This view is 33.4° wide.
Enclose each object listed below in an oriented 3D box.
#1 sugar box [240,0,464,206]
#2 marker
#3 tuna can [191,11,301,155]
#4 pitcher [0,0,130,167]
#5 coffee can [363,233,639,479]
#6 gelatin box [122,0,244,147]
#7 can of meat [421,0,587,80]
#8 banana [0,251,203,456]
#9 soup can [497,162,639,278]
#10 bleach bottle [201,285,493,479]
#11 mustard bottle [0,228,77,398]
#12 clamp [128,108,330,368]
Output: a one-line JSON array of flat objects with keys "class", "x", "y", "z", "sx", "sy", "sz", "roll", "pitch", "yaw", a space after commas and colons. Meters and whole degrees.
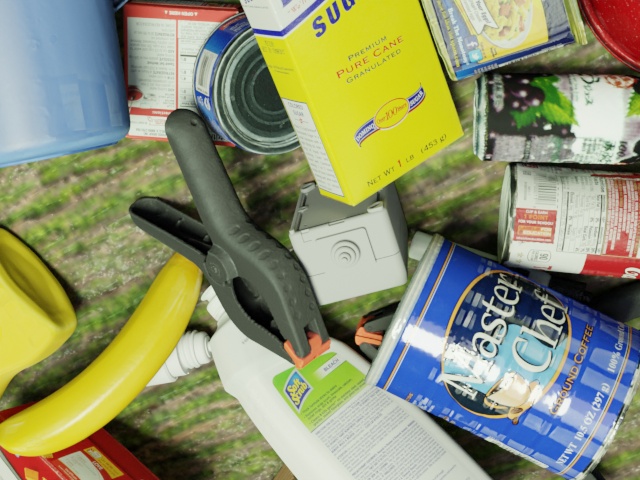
[{"class": "sugar box", "x": 0.014, "y": -0.119, "z": 0.624, "sx": 0.093, "sy": 0.048, "sz": 0.176, "roll": -34, "pitch": 120, "yaw": -19}, {"class": "marker", "x": 0.117, "y": 0.020, "z": 0.698, "sx": 0.121, "sy": 0.020, "sz": 0.020, "roll": 18, "pitch": 112, "yaw": 14}, {"class": "tuna can", "x": -0.033, "y": -0.096, "z": 0.656, "sx": 0.086, "sy": 0.034, "sz": 0.086, "roll": -10, "pitch": 113, "yaw": -25}, {"class": "pitcher", "x": -0.171, "y": -0.167, "z": 0.596, "sx": 0.149, "sy": 0.144, "sz": 0.243, "roll": -7, "pitch": 99, "yaw": 21}, {"class": "coffee can", "x": 0.111, "y": 0.071, "z": 0.652, "sx": 0.140, "sy": 0.102, "sz": 0.103, "roll": 25, "pitch": 111, "yaw": 5}, {"class": "gelatin box", "x": -0.087, "y": -0.107, "z": 0.682, "sx": 0.073, "sy": 0.030, "sz": 0.089, "roll": 4, "pitch": 111, "yaw": 3}, {"class": "can of meat", "x": 0.102, "y": -0.153, "z": 0.629, "sx": 0.084, "sy": 0.057, "sz": 0.102, "roll": -17, "pitch": 108, "yaw": 14}, {"class": "banana", "x": -0.145, "y": 0.083, "z": 0.711, "sx": 0.198, "sy": 0.037, "sz": 0.070, "roll": -39, "pitch": 64, "yaw": -3}, {"class": "soup can", "x": 0.166, "y": -0.012, "z": 0.669, "sx": 0.102, "sy": 0.068, "sz": 0.068, "roll": 5, "pitch": 111, "yaw": 5}, {"class": "bleach bottle", "x": 0.017, "y": 0.118, "z": 0.711, "sx": 0.251, "sy": 0.102, "sz": 0.068, "roll": 48, "pitch": 146, "yaw": 11}, {"class": "mustard bottle", "x": -0.263, "y": 0.085, "z": 0.756, "sx": 0.192, "sy": 0.058, "sz": 0.096, "roll": -43, "pitch": 85, "yaw": 20}, {"class": "clamp", "x": -0.054, "y": 0.001, "z": 0.662, "sx": 0.171, "sy": 0.039, "sz": 0.120, "roll": 43, "pitch": 149, "yaw": 16}]
